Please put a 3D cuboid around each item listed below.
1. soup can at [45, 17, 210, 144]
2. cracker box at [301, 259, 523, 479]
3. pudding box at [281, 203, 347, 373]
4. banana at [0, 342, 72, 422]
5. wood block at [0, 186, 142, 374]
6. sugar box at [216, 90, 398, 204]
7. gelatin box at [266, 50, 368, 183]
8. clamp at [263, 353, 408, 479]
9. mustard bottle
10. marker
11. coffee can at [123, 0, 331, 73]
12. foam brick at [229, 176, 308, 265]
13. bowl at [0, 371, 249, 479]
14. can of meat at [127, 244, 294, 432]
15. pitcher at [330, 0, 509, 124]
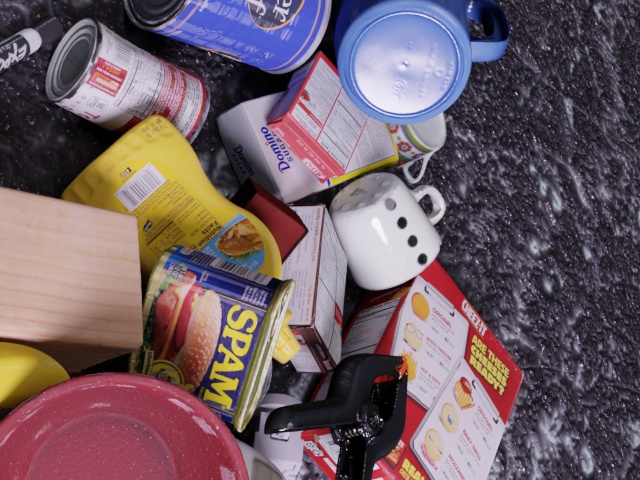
[{"bbox_3d":[-0.141,-0.111,0.787,0.102,0.069,0.068,26,56,-39],"label":"soup can"},{"bbox_3d":[0.082,0.141,0.923,0.164,0.072,0.213,51,42,-19],"label":"cracker box"},{"bbox_3d":[-0.008,0.039,0.864,0.090,0.039,0.113,64,25,-57],"label":"pudding box"},{"bbox_3d":[-0.208,0.093,0.573,0.197,0.037,0.069,-8,104,-46],"label":"banana"},{"bbox_3d":[-0.215,0.021,0.629,0.205,0.091,0.090,13,65,-45],"label":"wood block"},{"bbox_3d":[-0.008,-0.089,0.945,0.175,0.048,0.093,-23,91,-46],"label":"sugar box"},{"bbox_3d":[0.000,-0.104,0.901,0.073,0.030,0.089,45,47,-24],"label":"gelatin box"},{"bbox_3d":[0.026,0.144,0.770,0.171,0.039,0.120,-32,110,-54],"label":"clamp"},{"bbox_3d":[-0.085,0.011,0.750,0.096,0.058,0.191,-43,90,-10],"label":"mustard bottle"},{"bbox_3d":[-0.221,-0.129,0.744,0.020,0.020,0.121,57,41,-14],"label":"marker"},{"bbox_3d":[-0.075,-0.203,0.874,0.140,0.103,0.103,11,66,-45],"label":"coffee can"},{"bbox_3d":[-0.055,0.001,0.812,0.051,0.078,0.053,35,7,-20],"label":"foam brick"},{"bbox_3d":[-0.124,0.150,0.616,0.162,0.055,0.162,-2,96,-16],"label":"bowl"},{"bbox_3d":[-0.073,0.061,0.695,0.057,0.084,0.102,-52,160,-74],"label":"can of meat"},{"bbox_3d":[0.080,-0.194,0.945,0.145,0.149,0.243,57,17,-25],"label":"pitcher"}]
